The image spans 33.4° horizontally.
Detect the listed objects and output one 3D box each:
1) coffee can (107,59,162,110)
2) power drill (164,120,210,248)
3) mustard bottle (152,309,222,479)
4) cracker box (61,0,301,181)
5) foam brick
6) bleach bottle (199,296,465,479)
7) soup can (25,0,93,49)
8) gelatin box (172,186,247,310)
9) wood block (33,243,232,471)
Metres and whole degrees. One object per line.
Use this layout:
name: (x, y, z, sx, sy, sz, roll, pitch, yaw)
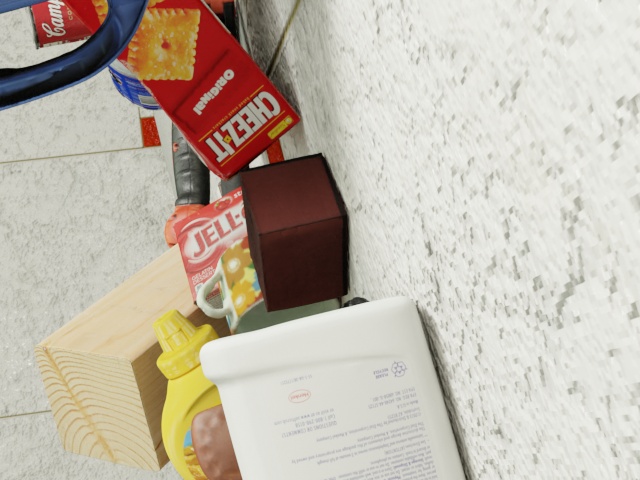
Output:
coffee can: (-0.174, -0.200, 1.099, 0.140, 0.102, 0.103, 123, 132, -83)
power drill: (-0.119, -0.067, 1.034, 0.184, 0.057, 0.187, 111, 155, -85)
mustard bottle: (-0.043, 0.124, 0.666, 0.191, 0.096, 0.058, 56, 177, -11)
cracker box: (-0.119, -0.150, 0.697, 0.213, 0.072, 0.164, 49, -179, -21)
foam brick: (-0.015, -0.004, 0.627, 0.078, 0.051, 0.053, 87, 166, -51)
bleach bottle: (0.024, 0.156, 0.471, 0.068, 0.102, 0.251, 133, 123, -85)
soup can: (-0.198, -0.204, 0.902, 0.069, 0.102, 0.068, 167, 90, -77)
gelatin box: (-0.055, 0.001, 0.750, 0.030, 0.089, 0.073, 50, -165, -51)
wood block: (-0.105, 0.072, 0.806, 0.205, 0.090, 0.091, -41, -52, -51)
